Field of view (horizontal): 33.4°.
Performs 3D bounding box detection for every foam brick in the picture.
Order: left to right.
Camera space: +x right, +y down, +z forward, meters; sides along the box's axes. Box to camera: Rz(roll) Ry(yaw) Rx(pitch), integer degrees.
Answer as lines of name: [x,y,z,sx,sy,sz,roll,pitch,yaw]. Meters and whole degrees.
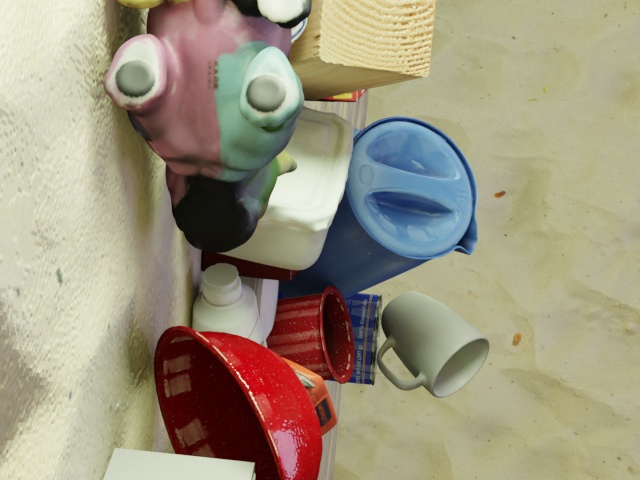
foam brick: [-0.056,0.001,0.895,0.053,0.078,0.051,-56,151,-79]

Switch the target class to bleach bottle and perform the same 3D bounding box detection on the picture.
bleach bottle: [-0.073,0.119,0.914,0.102,0.068,0.251,-77,168,-50]

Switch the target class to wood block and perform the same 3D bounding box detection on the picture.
wood block: [0.002,-0.168,0.843,0.206,0.090,0.091,-173,-92,-67]

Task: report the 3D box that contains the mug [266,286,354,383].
mug: [-0.016,0.100,1.028,0.117,0.082,0.093,47,38,-58]

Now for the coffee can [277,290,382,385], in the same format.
coffee can: [-0.005,0.104,1.189,0.103,0.140,0.103,5,89,-84]

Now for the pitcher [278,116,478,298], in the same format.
pitcher: [0.027,-0.021,1.029,0.243,0.144,0.149,-36,-114,60]

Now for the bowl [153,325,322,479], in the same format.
bowl: [-0.047,0.123,0.706,0.055,0.162,0.162,-22,129,-31]
